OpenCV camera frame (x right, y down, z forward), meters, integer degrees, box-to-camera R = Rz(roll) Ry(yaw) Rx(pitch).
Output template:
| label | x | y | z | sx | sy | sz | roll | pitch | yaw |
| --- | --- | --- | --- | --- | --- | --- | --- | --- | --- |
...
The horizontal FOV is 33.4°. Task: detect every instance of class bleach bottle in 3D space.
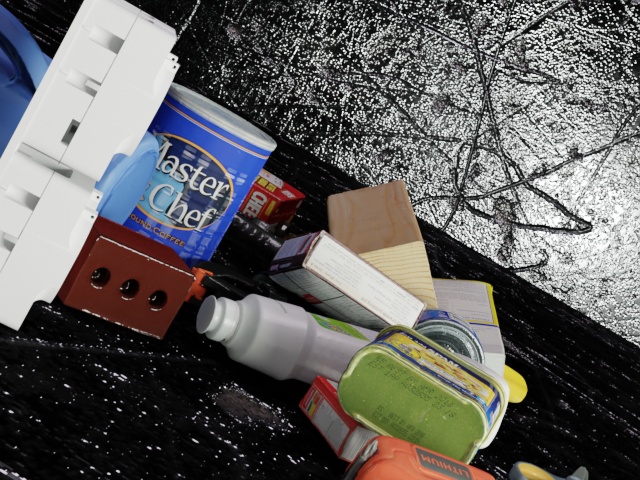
| label | x | y | z | sx | sy | sz | roll | pitch | yaw |
| --- | --- | --- | --- | --- | --- | --- | --- | --- | --- |
| bleach bottle | 0.019 | 0.091 | 0.813 | 0.250 | 0.068 | 0.103 | 22 | -1 | -27 |

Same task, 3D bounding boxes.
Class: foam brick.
| label | x | y | z | sx | sy | sz | roll | pitch | yaw |
| --- | --- | --- | --- | --- | --- | --- | --- | --- | --- |
| foam brick | -0.134 | 0.022 | 0.715 | 0.078 | 0.053 | 0.051 | 25 | 10 | -33 |

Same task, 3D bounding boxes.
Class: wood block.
| label | x | y | z | sx | sy | sz | roll | pitch | yaw |
| --- | --- | --- | --- | --- | --- | --- | --- | --- | --- |
| wood block | 0.060 | 0.016 | 1.084 | 0.090 | 0.091 | 0.206 | -12 | 19 | 4 |

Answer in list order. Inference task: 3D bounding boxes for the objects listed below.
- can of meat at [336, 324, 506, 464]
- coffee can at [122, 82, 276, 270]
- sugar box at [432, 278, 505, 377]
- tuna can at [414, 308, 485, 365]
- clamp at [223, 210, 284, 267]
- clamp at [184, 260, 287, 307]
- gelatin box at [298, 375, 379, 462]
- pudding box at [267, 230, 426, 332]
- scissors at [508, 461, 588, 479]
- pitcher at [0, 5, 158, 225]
| label | x | y | z | sx | sy | sz | roll | pitch | yaw |
| --- | --- | --- | --- | --- | --- | --- | --- | --- | --- |
| can of meat | 0.067 | 0.103 | 0.701 | 0.102 | 0.057 | 0.083 | 31 | 10 | 12 |
| coffee can | -0.115 | -0.046 | 0.888 | 0.103 | 0.140 | 0.103 | 30 | 8 | -5 |
| sugar box | 0.130 | 0.090 | 1.064 | 0.093 | 0.048 | 0.176 | 4 | 23 | 4 |
| tuna can | 0.101 | 0.105 | 0.936 | 0.086 | 0.086 | 0.034 | 30 | 10 | -5 |
| clamp | -0.057 | 0.001 | 1.000 | 0.171 | 0.039 | 0.120 | 37 | -4 | 0 |
| clamp | -0.039 | 0.061 | 0.878 | 0.165 | 0.036 | 0.209 | 34 | 5 | 27 |
| gelatin box | 0.038 | 0.134 | 0.734 | 0.089 | 0.030 | 0.073 | 26 | 8 | -29 |
| pudding box | 0.021 | 0.040 | 0.896 | 0.113 | 0.039 | 0.090 | 33 | -18 | -16 |
| scissors | 0.205 | 0.207 | 0.932 | 0.096 | 0.016 | 0.201 | 31 | 8 | 3 |
| pitcher | -0.243 | -0.101 | 0.788 | 0.243 | 0.145 | 0.149 | 34 | 5 | 3 |
